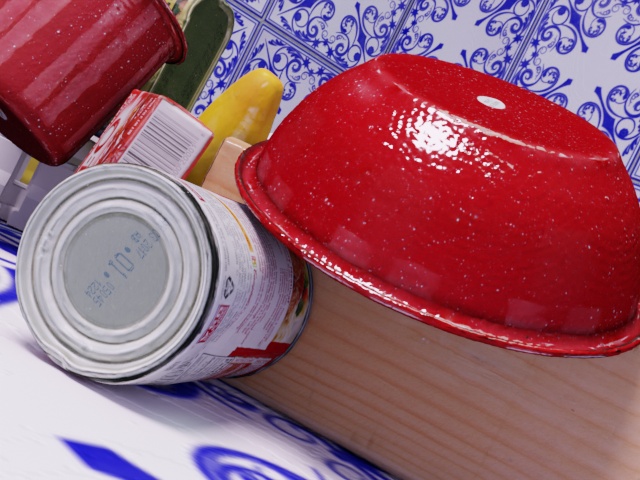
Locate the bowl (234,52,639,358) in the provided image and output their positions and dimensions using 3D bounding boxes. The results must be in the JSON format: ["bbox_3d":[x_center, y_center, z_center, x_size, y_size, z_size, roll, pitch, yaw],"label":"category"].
[{"bbox_3d":[0.053,-0.025,0.384,0.162,0.055,0.162,17,22,-7],"label":"bowl"}]

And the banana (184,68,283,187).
[{"bbox_3d":[-0.077,-0.022,0.526,0.037,0.069,0.198,19,-22,-25],"label":"banana"}]

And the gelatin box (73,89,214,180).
[{"bbox_3d":[-0.087,-0.019,0.444,0.030,0.089,0.073,36,-3,-20],"label":"gelatin box"}]

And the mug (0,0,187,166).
[{"bbox_3d":[-0.131,-0.094,0.493,0.117,0.081,0.093,32,-18,29],"label":"mug"}]

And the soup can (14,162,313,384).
[{"bbox_3d":[-0.049,0.014,0.364,0.068,0.068,0.102,27,2,17],"label":"soup can"}]

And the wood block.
[{"bbox_3d":[0.042,0.045,0.438,0.206,0.091,0.090,27,2,15],"label":"wood block"}]

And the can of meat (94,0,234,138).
[{"bbox_3d":[-0.107,-0.103,0.574,0.084,0.102,0.057,29,1,18],"label":"can of meat"}]
